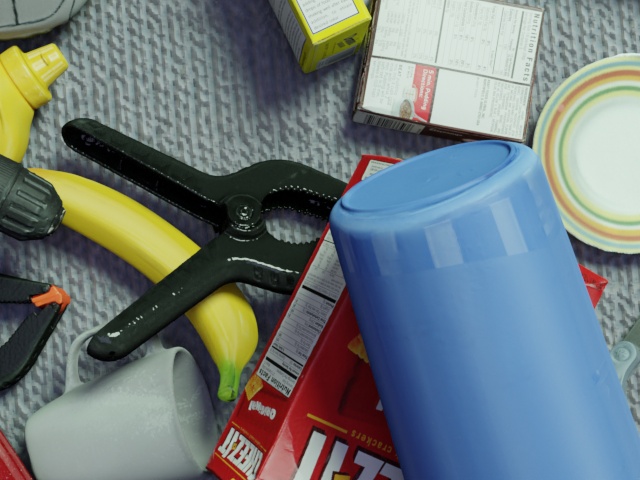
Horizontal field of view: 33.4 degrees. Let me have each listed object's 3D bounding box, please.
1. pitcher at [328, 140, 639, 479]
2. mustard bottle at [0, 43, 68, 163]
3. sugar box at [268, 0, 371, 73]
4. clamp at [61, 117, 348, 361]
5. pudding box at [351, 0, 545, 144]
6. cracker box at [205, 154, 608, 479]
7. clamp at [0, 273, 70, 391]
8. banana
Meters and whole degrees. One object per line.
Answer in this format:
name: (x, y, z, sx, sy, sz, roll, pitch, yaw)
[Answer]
pitcher: (0.096, 0.073, 0.558, 0.145, 0.149, 0.243, -21, 106, -5)
mustard bottle: (-0.244, -0.066, 0.673, 0.191, 0.058, 0.096, -33, 93, -3)
sugar box: (-0.028, -0.197, 0.666, 0.048, 0.093, 0.176, -24, 89, -5)
clamp: (-0.054, 0.001, 0.657, 0.209, 0.036, 0.164, 4, 58, -16)
pudding box: (0.083, -0.114, 0.694, 0.113, 0.039, 0.090, 10, 86, -4)
cracker box: (0.056, 0.080, 0.642, 0.164, 0.072, 0.213, 28, 86, -25)
clamp: (-0.247, 0.062, 0.679, 0.171, 0.039, 0.120, -34, 94, -7)
banana: (-0.104, 0.015, 0.672, 0.198, 0.069, 0.037, 42, 114, 12)
